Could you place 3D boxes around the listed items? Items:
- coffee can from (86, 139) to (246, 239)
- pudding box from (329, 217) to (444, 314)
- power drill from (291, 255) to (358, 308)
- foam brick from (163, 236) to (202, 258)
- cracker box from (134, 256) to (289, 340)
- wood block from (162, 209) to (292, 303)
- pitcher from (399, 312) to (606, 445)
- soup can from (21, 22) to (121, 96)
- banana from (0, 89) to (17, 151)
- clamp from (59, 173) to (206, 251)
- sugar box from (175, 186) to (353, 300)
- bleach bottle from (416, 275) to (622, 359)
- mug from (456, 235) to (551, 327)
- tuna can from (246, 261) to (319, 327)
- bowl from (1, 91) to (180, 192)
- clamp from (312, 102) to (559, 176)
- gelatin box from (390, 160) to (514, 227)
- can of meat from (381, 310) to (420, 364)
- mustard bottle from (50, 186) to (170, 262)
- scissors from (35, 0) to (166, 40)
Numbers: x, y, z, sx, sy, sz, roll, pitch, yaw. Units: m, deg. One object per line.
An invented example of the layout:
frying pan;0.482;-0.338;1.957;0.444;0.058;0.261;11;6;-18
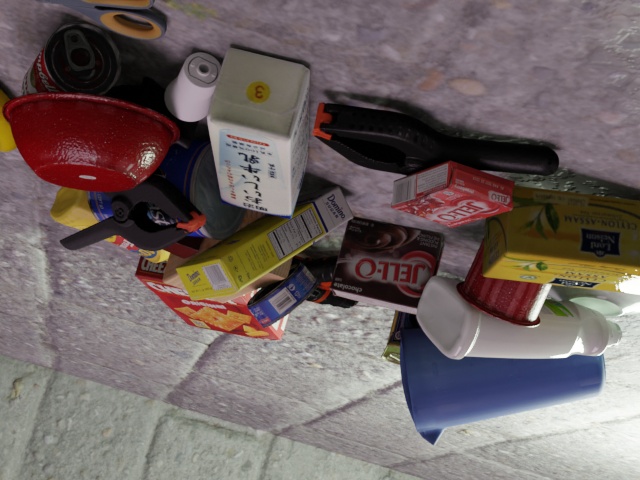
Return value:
coffee can;-0.160;-0.057;1.126;0.140;0.103;0.102;5;159;28
pudding box;0.076;0.029;1.212;0.113;0.090;0.039;11;163;15
power drill;0.033;0.050;1.357;0.188;0.057;0.184;-6;161;45
foam brick;-0.164;-0.026;1.262;0.053;0.078;0.051;22;162;-20
cracker box;-0.152;0.075;1.560;0.164;0.072;0.213;8;160;19
wood block;-0.111;0.008;1.302;0.090;0.090;0.206;22;160;-20
pitcher;0.219;0.146;1.322;0.243;0.145;0.149;-9;130;3
soup can;-0.228;-0.148;0.968;0.068;0.068;0.102;23;161;-22
banana;-0.357;-0.139;1.158;0.070;0.037;0.198;29;164;16
clamp;-0.198;-0.025;1.073;0.172;0.039;0.120;23;122;20
sugar box;-0.058;0.001;1.131;0.094;0.176;0.048;-11;110;52
bleach bottle;0.235;0.095;1.179;0.250;0.068;0.103;9;-159;-27
mug;0.199;0.027;1.098;0.093;0.081;0.117;23;-163;5
tuna can;-0.045;0.063;1.261;0.033;0.086;0.086;52;154;-8
bowl;-0.210;-0.082;0.972;0.162;0.055;0.162;4;167;1
clamp;0.096;-0.080;0.958;0.209;0.036;0.165;20;160;-25
gelatin box;0.118;-0.040;0.959;0.073;0.030;0.089;16;163;-29
can of meat;0.123;0.120;1.451;0.057;0.084;0.102;14;162;2
mustard bottle;-0.248;-0.017;1.390;0.191;0.058;0.096;26;161;-30
scissors;-0.214;-0.197;0.895;0.202;0.016;0.096;5;159;29
